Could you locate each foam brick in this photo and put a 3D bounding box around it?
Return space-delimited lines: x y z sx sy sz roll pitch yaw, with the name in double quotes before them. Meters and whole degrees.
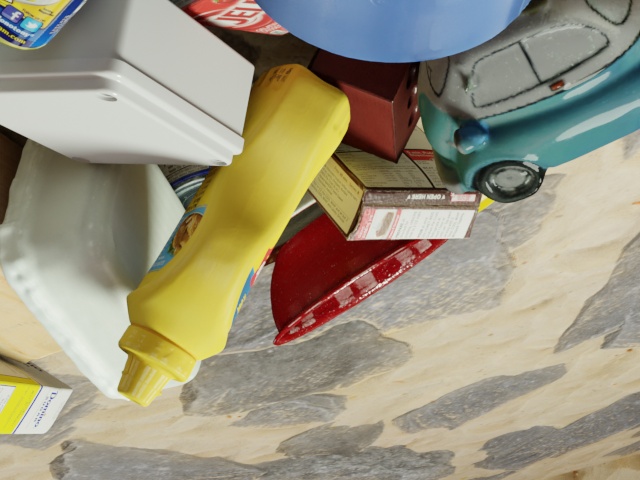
"foam brick" 0.030 -0.090 0.606 0.051 0.053 0.078 23 163 14

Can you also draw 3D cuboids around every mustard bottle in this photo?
"mustard bottle" -0.053 0.001 0.574 0.058 0.191 0.096 32 163 -10

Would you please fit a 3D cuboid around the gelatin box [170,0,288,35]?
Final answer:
"gelatin box" -0.023 -0.125 0.509 0.073 0.030 0.089 -2 173 -41

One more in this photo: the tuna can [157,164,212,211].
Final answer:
"tuna can" -0.073 -0.038 0.711 0.086 0.034 0.086 -13 157 -6

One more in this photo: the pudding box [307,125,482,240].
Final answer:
"pudding box" 0.034 -0.044 0.666 0.089 0.114 0.039 -2 122 -29

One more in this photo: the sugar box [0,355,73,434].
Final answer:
"sugar box" -0.237 0.088 0.698 0.048 0.093 0.176 -58 168 -8

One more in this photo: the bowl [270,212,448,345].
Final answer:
"bowl" 0.021 0.010 0.763 0.162 0.055 0.162 -32 171 -6
